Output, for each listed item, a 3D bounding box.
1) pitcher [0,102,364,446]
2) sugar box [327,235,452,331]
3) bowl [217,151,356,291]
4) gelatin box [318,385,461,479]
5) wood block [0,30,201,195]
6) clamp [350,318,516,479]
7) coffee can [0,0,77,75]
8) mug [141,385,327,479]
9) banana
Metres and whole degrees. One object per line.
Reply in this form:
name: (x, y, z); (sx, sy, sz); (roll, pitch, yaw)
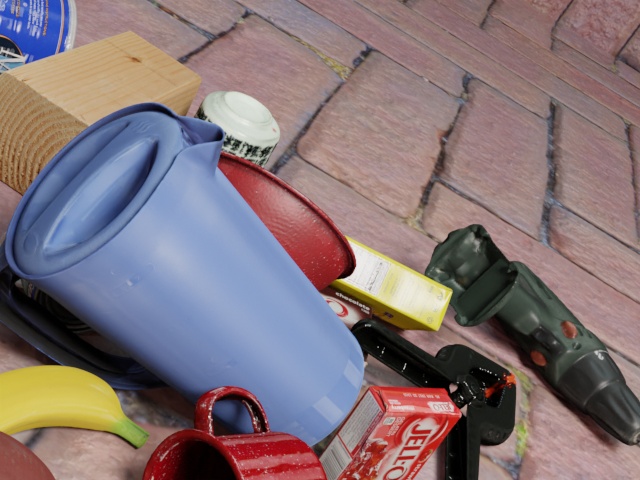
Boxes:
pitcher: (-0.084, 0.042, 0.695); (0.149, 0.145, 0.242); (5, -34, 45)
sugar box: (0.021, 0.026, 0.944); (0.176, 0.048, 0.093); (24, -10, -10)
bowl: (-0.055, 0.001, 0.806); (0.162, 0.162, 0.055); (33, 70, 1)
gelatin box: (0.048, 0.144, 0.764); (0.073, 0.089, 0.030); (10, 34, -37)
wood block: (-0.198, -0.109, 0.935); (0.091, 0.090, 0.205); (34, 27, 5)
clamp: (0.117, 0.141, 0.885); (0.209, 0.036, 0.164); (10, 48, -54)
coffee can: (-0.302, -0.190, 0.947); (0.140, 0.103, 0.103); (12, 33, -34)
mug: (-0.050, 0.146, 0.644); (0.081, 0.093, 0.117); (6, 71, -49)
banana: (-0.186, 0.110, 0.632); (0.070, 0.037, 0.197); (45, 29, 25)
